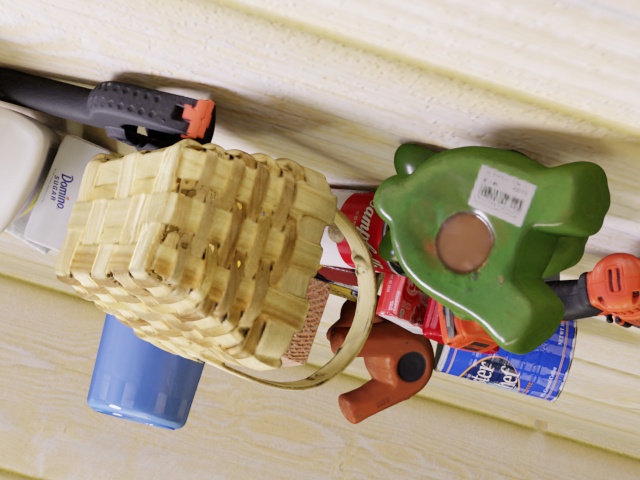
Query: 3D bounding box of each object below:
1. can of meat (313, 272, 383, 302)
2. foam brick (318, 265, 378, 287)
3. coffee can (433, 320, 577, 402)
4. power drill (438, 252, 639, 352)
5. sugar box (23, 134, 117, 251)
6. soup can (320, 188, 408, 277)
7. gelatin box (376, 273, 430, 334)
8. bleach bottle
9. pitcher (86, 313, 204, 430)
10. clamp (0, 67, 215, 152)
[{"bbox_3d":[0.024,0.032,1.169,0.084,0.057,0.102,16,170,8],"label":"can of meat"},{"bbox_3d":[0.027,0.012,1.062,0.051,0.053,0.078,12,168,20],"label":"foam brick"},{"bbox_3d":[0.210,0.118,1.224,0.140,0.103,0.103,15,170,3],"label":"coffee can"},{"bbox_3d":[0.208,0.056,0.907,0.188,0.057,0.184,-12,161,28],"label":"power drill"},{"bbox_3d":[-0.216,-0.041,0.935,0.048,0.093,0.176,22,178,-7],"label":"sugar box"},{"bbox_3d":[0.035,-0.009,0.891,0.102,0.068,0.068,7,167,41],"label":"soup can"},{"bbox_3d":[0.099,0.055,1.129,0.030,0.073,0.089,7,166,36],"label":"gelatin box"},{"bbox_3d":[-0.266,-0.057,0.924,0.068,0.102,0.251,28,178,-7],"label":"bleach bottle"},{"bbox_3d":[-0.162,0.075,1.144,0.145,0.243,0.149,12,167,5],"label":"pitcher"},{"bbox_3d":[-0.151,-0.094,0.793,0.164,0.036,0.210,21,173,-30],"label":"clamp"}]
